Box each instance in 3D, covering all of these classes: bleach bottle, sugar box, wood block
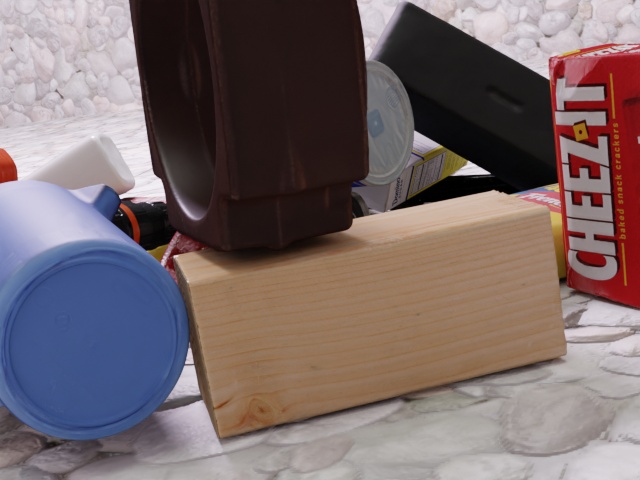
[{"bbox_3d":[-0.315,-0.021,1.085,0.251,0.068,0.102,-30,4,1],"label":"bleach bottle"},{"bbox_3d":[0.070,-0.083,1.041,0.093,0.048,0.175,24,32,26],"label":"sugar box"},{"bbox_3d":[0.027,0.038,0.625,0.206,0.091,0.090,-12,12,-11],"label":"wood block"}]

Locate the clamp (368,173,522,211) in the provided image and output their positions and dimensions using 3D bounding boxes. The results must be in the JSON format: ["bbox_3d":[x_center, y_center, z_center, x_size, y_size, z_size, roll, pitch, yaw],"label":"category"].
[{"bbox_3d":[0.100,-0.052,1.097,0.164,0.036,0.210,-14,17,-30],"label":"clamp"}]

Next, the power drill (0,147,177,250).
[{"bbox_3d":[-0.235,-0.027,0.908,0.188,0.057,0.184,20,17,28],"label":"power drill"}]

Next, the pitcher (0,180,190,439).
[{"bbox_3d":[-0.170,0.046,0.651,0.144,0.149,0.243,-1,7,-23],"label":"pitcher"}]
